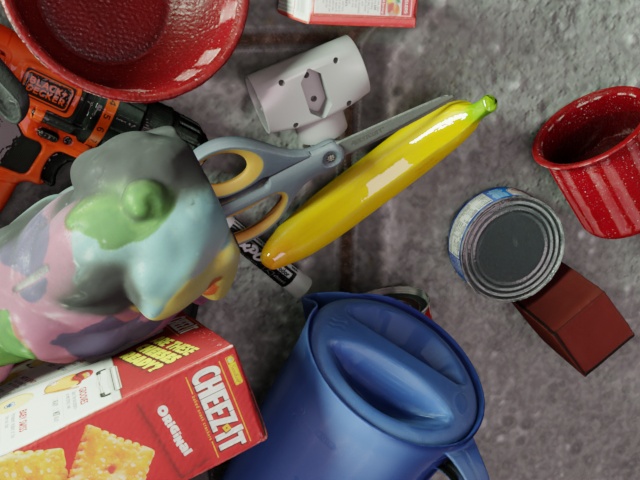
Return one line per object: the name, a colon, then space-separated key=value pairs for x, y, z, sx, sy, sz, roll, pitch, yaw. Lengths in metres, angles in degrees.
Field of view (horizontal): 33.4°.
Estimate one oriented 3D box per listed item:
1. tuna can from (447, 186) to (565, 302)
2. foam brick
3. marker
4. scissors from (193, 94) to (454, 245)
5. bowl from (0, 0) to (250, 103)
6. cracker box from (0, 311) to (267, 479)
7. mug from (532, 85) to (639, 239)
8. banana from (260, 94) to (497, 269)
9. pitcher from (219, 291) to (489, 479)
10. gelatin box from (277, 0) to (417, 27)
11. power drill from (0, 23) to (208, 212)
tuna can: x=0.143 y=0.002 z=0.827 sx=0.086 sy=0.034 sz=0.086 roll=-4 pitch=109 yaw=-14
foam brick: x=0.196 y=0.059 z=0.837 sx=0.051 sy=0.078 sz=0.053 roll=-41 pitch=115 yaw=0
marker: x=-0.055 y=0.001 z=0.781 sx=0.121 sy=0.020 sz=0.020 roll=40 pitch=94 yaw=-23
scissors: x=-0.010 y=-0.066 z=0.728 sx=0.202 sy=0.016 sz=0.096 roll=-36 pitch=133 yaw=8
bowl: x=-0.128 y=-0.161 z=0.672 sx=0.161 sy=0.055 sz=0.162 roll=3 pitch=84 yaw=-27
cracker box: x=-0.160 y=0.121 z=0.650 sx=0.213 sy=0.164 sz=0.072 roll=-24 pitch=105 yaw=-18
mug: x=0.224 y=-0.064 z=0.806 sx=0.081 sy=0.093 sz=0.117 roll=54 pitch=52 yaw=-28
banana: x=0.039 y=-0.046 z=0.768 sx=0.198 sy=0.069 sz=0.037 roll=-37 pitch=82 yaw=7
pitcher: x=0.007 y=0.169 z=0.753 sx=0.145 sy=0.149 sz=0.243 roll=21 pitch=125 yaw=-14
gelatin box: x=0.016 y=-0.161 z=0.709 sx=0.073 sy=0.089 sz=0.030 roll=-1 pitch=106 yaw=-15
power drill: x=-0.188 y=-0.034 z=0.716 sx=0.184 sy=0.057 sz=0.188 roll=25 pitch=98 yaw=-21
